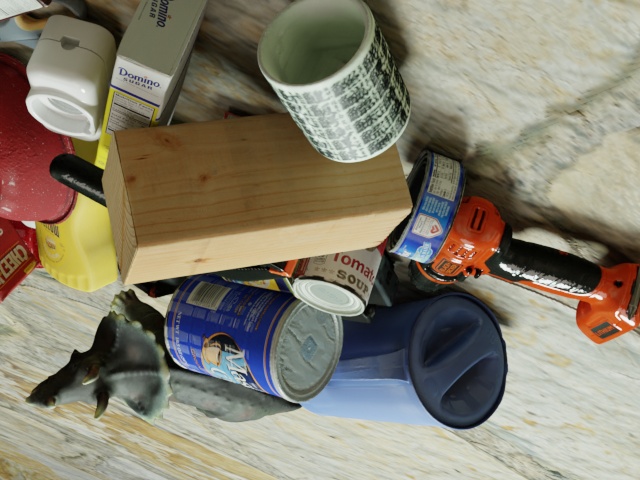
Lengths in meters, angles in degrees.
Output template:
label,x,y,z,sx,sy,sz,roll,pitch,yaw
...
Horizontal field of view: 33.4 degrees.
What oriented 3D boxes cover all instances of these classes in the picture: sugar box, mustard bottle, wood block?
label,x,y,z,sx,sy,sz,roll,pitch,yaw
sugar box,-0.125,-0.121,0.785,0.048,0.093,0.176,21,154,-5
mustard bottle,-0.233,-0.052,0.985,0.096,0.058,0.192,33,134,37
wood block,-0.049,-0.035,0.798,0.205,0.090,0.091,-9,163,-19

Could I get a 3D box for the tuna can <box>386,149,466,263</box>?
label,x,y,z,sx,sy,sz,roll,pitch,yaw
tuna can,0.083,-0.026,0.839,0.033,0.086,0.086,20,155,-6

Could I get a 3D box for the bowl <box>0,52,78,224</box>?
label,x,y,z,sx,sy,sz,roll,pitch,yaw
bowl,-0.281,-0.079,0.927,0.162,0.055,0.162,25,130,34

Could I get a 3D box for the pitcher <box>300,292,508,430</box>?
label,x,y,z,sx,sy,sz,roll,pitch,yaw
pitcher,0.061,0.130,1.120,0.149,0.144,0.243,47,149,-21

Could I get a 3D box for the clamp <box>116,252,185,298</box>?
label,x,y,z,sx,sy,sz,roll,pitch,yaw
clamp,-0.182,0.027,1.191,0.120,0.039,0.171,18,162,13

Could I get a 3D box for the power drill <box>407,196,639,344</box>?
label,x,y,z,sx,sy,sz,roll,pitch,yaw
power drill,0.173,0.032,0.922,0.187,0.057,0.184,19,164,-2

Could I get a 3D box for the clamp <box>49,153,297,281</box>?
label,x,y,z,sx,sy,sz,roll,pitch,yaw
clamp,-0.117,-0.010,0.882,0.210,0.036,0.164,10,154,30

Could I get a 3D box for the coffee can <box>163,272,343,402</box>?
label,x,y,z,sx,sy,sz,roll,pitch,yaw
coffee can,-0.064,0.088,1.017,0.141,0.102,0.102,11,155,36

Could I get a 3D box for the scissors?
label,x,y,z,sx,sy,sz,roll,pitch,yaw
scissors,-0.247,-0.162,0.878,0.202,0.016,0.096,-6,145,43

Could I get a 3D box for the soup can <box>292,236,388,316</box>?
label,x,y,z,sx,sy,sz,roll,pitch,yaw
soup can,0.021,0.006,0.927,0.068,0.102,0.068,16,155,8
